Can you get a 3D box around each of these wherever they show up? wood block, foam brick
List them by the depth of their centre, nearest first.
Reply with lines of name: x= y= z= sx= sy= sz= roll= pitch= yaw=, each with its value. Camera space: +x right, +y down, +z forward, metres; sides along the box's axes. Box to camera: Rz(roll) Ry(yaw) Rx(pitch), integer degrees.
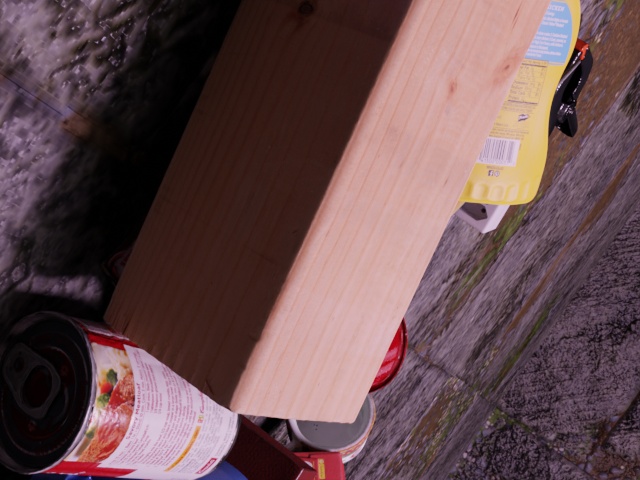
wood block: x=0.002 y=-0.035 z=0.459 sx=0.090 sy=0.091 sz=0.206 roll=17 pitch=99 yaw=-52
foam brick: x=-0.050 y=0.171 z=0.799 sx=0.053 sy=0.078 sz=0.051 roll=-54 pitch=161 yaw=-5

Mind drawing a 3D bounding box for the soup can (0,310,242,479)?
soup can: x=-0.092 y=0.074 z=0.484 sx=0.102 sy=0.069 sz=0.068 roll=22 pitch=103 yaw=-54
